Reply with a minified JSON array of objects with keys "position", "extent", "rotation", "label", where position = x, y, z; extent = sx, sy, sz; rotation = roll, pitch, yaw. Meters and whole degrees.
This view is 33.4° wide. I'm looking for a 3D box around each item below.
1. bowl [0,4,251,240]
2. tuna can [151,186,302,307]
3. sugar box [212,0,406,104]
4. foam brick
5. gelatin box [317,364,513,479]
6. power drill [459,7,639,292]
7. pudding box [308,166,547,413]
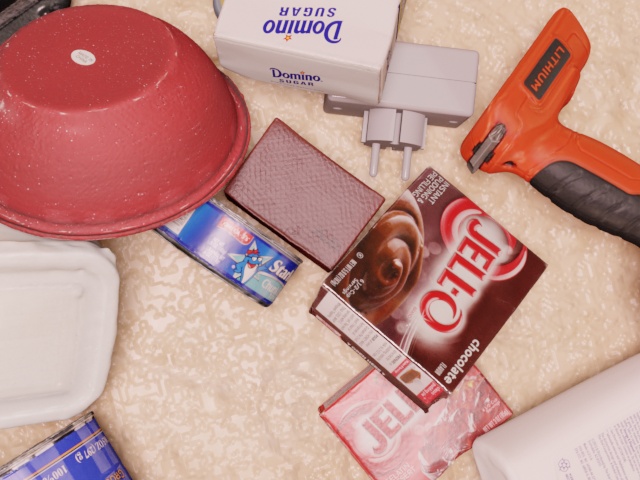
[{"position":[-0.118,-0.076,0.563],"extent":[0.162,0.055,0.162],"rotation":[0,47,0],"label":"bowl"},{"position":[-0.054,0.001,0.592],"extent":[0.086,0.086,0.034],"rotation":[35,87,-1],"label":"tuna can"},{"position":[0.009,-0.167,0.593],"extent":[0.093,0.048,0.176],"rotation":[14,72,7],"label":"sugar box"},{"position":[-0.010,-0.024,0.613],"extent":[0.078,0.051,0.053],"rotation":[37,87,-1],"label":"foam brick"},{"position":[0.054,0.100,0.621],"extent":[0.089,0.030,0.073],"rotation":[-39,90,-4],"label":"gelatin box"},{"position":[0.189,-0.048,0.606],"extent":[0.187,0.057,0.184],"rotation":[36,61,5],"label":"power drill"},{"position":[0.061,0.025,0.595],"extent":[0.090,0.039,0.113],"rotation":[40,59,6],"label":"pudding box"}]
